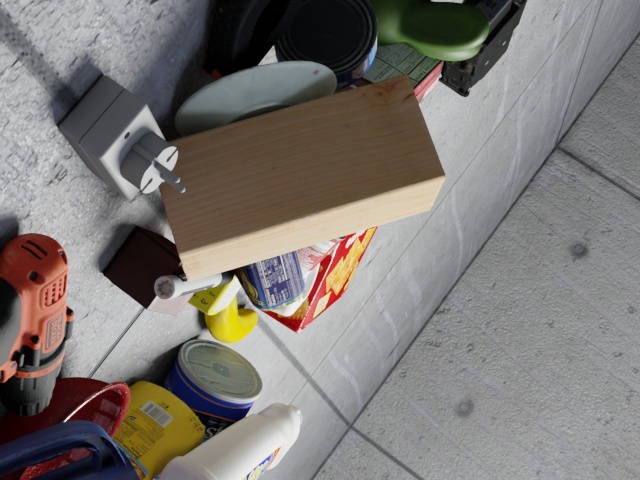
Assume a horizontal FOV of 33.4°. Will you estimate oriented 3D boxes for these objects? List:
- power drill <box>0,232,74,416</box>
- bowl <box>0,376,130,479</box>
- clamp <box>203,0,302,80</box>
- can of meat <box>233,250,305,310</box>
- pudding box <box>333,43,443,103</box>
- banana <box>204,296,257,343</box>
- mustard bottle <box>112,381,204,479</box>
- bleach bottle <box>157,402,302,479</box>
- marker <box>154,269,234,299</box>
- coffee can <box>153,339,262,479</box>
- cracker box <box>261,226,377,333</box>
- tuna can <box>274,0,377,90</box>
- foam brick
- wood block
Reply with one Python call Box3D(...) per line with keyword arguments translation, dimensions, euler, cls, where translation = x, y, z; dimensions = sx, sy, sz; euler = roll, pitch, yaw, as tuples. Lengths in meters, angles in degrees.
Box3D(translation=(-0.246, 0.101, 0.724), dimensions=(0.187, 0.057, 0.185), euler=(-46, 160, -43), cls="power drill")
Box3D(translation=(-0.238, 0.174, 0.923), dimensions=(0.162, 0.055, 0.162), euler=(-50, 166, -18), cls="bowl")
Box3D(translation=(-0.021, -0.205, 0.783), dimensions=(0.164, 0.036, 0.210), euler=(-32, 156, -57), cls="clamp")
Box3D(translation=(-0.056, 0.001, 0.945), dimensions=(0.057, 0.102, 0.084), euler=(-24, 135, -11), cls="can of meat")
Box3D(translation=(0.041, -0.153, 0.947), dimensions=(0.089, 0.113, 0.039), euler=(-46, 161, -46), cls="pudding box")
Box3D(translation=(-0.100, 0.085, 1.218), dimensions=(0.069, 0.037, 0.198), euler=(-51, 166, -15), cls="banana")
Box3D(translation=(-0.205, 0.218, 1.054), dimensions=(0.191, 0.096, 0.058), euler=(-37, 158, -51), cls="mustard bottle")
Box3D(translation=(-0.084, 0.229, 1.136), dimensions=(0.250, 0.068, 0.103), euler=(-30, 152, -60), cls="bleach bottle")
Box3D(translation=(-0.102, 0.034, 0.893), dimensions=(0.020, 0.020, 0.121), euler=(-58, 166, 14), cls="marker")
Box3D(translation=(-0.142, 0.198, 1.208), dimensions=(0.140, 0.103, 0.102), euler=(-60, 166, 21), cls="coffee can")
Box3D(translation=(0.020, -0.011, 1.298), dimensions=(0.214, 0.072, 0.164), euler=(-64, 167, 26), cls="cracker box")
Box3D(translation=(0.004, -0.165, 0.864), dimensions=(0.086, 0.086, 0.034), euler=(-52, 167, -11), cls="tuna can")
Box3D(translation=(-0.139, 0.027, 0.913), dimensions=(0.051, 0.053, 0.078), euler=(-55, 165, 0), cls="foam brick")
Box3D(translation=(-0.020, -0.047, 0.833), dimensions=(0.206, 0.091, 0.090), euler=(-17, 166, -7), cls="wood block")
